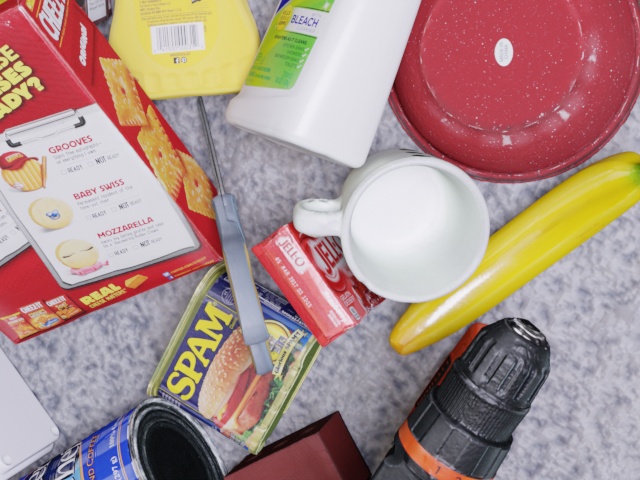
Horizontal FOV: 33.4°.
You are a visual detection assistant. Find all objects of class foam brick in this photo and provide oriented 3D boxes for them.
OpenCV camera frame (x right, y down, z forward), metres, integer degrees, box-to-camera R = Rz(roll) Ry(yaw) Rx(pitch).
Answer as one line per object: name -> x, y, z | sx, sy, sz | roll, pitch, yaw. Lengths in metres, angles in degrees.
foam brick -> -0.015, 0.156, 0.705 | 0.078, 0.053, 0.051 | -29, 89, 18

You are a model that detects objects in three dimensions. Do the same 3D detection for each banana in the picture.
banana -> 0.121, 0.003, 0.632 | 0.198, 0.069, 0.037 | -40, 76, 27

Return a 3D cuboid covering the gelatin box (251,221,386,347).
gelatin box -> 0.002, 0.020, 0.659 | 0.030, 0.089, 0.073 | -36, 87, 18

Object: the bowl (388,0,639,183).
bowl -> 0.108, -0.111, 0.626 | 0.162, 0.055, 0.162 | 3, 99, 16

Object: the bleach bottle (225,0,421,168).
bleach bottle -> 0.027, -0.173, 0.625 | 0.068, 0.103, 0.251 | 19, 93, -31

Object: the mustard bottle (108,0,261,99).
mustard bottle -> -0.091, -0.187, 0.671 | 0.096, 0.058, 0.191 | -4, 97, 5

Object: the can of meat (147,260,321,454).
can of meat -> -0.053, 0.078, 0.703 | 0.084, 0.057, 0.102 | 30, 105, 8

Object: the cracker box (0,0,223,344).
cracker box -> -0.180, -0.046, 0.652 | 0.164, 0.072, 0.213 | -22, 131, 15

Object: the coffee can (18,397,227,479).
coffee can -> -0.145, 0.184, 0.722 | 0.140, 0.102, 0.103 | -33, 88, 18

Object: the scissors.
scissors -> -0.054, 0.001, 0.666 | 0.016, 0.202, 0.096 | -13, 130, -4

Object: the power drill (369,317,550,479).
power drill -> 0.076, 0.105, 0.599 | 0.057, 0.187, 0.185 | 35, 108, 11
